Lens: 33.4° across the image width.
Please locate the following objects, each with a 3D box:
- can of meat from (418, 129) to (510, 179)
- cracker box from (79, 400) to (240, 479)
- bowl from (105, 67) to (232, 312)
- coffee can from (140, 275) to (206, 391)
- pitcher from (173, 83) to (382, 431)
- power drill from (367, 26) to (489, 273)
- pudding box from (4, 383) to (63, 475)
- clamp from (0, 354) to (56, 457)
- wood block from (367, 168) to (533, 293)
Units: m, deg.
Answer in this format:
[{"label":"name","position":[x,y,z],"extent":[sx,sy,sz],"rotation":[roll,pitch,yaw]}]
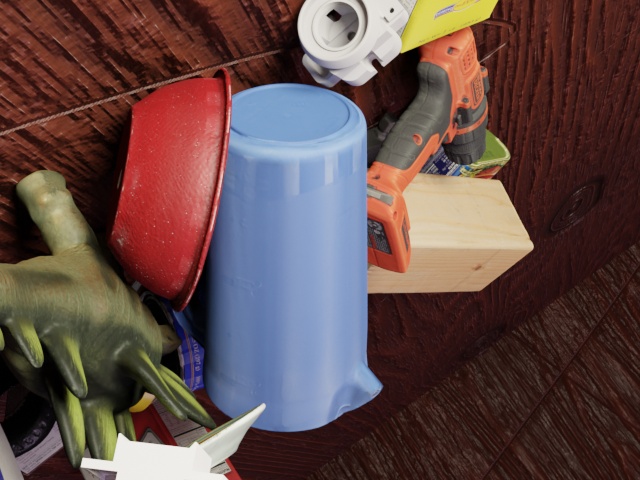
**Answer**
[{"label":"can of meat","position":[0.148,-0.077,1.168],"extent":[0.101,0.057,0.084],"rotation":[-14,151,-50]},{"label":"cracker box","position":[-0.179,0.268,1.201],"extent":[0.071,0.214,0.164],"rotation":[-14,153,-51]},{"label":"bowl","position":[-0.103,-0.037,0.689],"extent":[0.055,0.162,0.162],"rotation":[10,146,-15]},{"label":"coffee can","position":[-0.089,0.080,1.015],"extent":[0.140,0.103,0.103],"rotation":[-15,156,-26]},{"label":"pitcher","position":[-0.034,0.010,0.795],"extent":[0.149,0.145,0.243],"rotation":[-7,125,-12]},{"label":"power drill","position":[0.085,-0.069,0.903],"extent":[0.187,0.057,0.184],"rotation":[-61,153,-21]},{"label":"pudding box","position":[-0.236,0.142,0.952],"extent":[0.114,0.090,0.039],"rotation":[-40,125,21]},{"label":"clamp","position":[-0.279,0.169,0.881],"extent":[0.210,0.165,0.036],"rotation":[-41,148,-11]},{"label":"wood block","position":[0.102,-0.006,1.063],"extent":[0.205,0.090,0.091],"rotation":[2,145,-42]}]
